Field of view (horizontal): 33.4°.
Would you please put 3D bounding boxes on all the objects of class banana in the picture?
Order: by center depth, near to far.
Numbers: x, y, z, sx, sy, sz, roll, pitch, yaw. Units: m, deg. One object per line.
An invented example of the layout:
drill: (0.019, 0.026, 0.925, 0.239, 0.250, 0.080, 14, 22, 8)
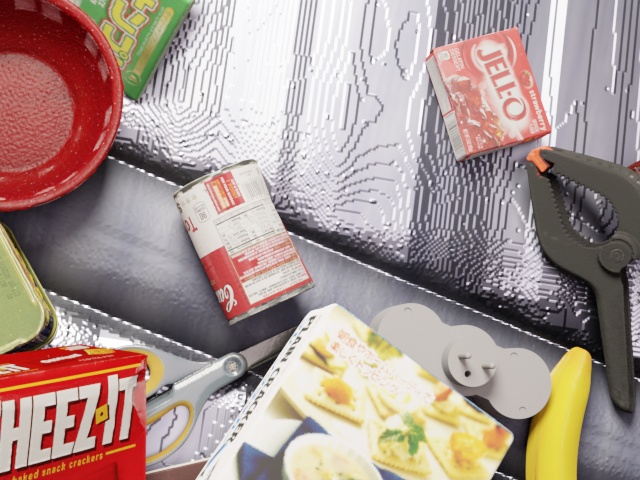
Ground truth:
banana: (0.186, 0.182, 0.804, 0.069, 0.037, 0.198, -5, 85, -28)

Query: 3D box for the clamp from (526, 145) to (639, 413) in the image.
clamp: (0.238, 0.006, 0.801, 0.165, 0.036, 0.210, -36, 83, 27)

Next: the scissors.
scissors: (-0.083, 0.082, 0.776, 0.201, 0.016, 0.096, -41, 91, -12)

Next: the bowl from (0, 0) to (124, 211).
bowl: (-0.220, -0.097, 0.753, 0.162, 0.055, 0.162, 1, 83, -10)

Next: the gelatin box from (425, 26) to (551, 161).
gelatin box: (0.130, -0.114, 0.830, 0.073, 0.030, 0.089, -16, 87, -12)

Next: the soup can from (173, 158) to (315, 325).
soup can: (-0.055, 0.001, 0.764, 0.068, 0.068, 0.102, -24, 87, -12)

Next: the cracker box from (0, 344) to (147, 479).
cracker box: (-0.181, 0.180, 0.655, 0.072, 0.163, 0.214, 3, 93, 31)

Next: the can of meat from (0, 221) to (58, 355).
can of meat: (-0.223, 0.031, 0.723, 0.057, 0.084, 0.102, -29, 89, -12)
